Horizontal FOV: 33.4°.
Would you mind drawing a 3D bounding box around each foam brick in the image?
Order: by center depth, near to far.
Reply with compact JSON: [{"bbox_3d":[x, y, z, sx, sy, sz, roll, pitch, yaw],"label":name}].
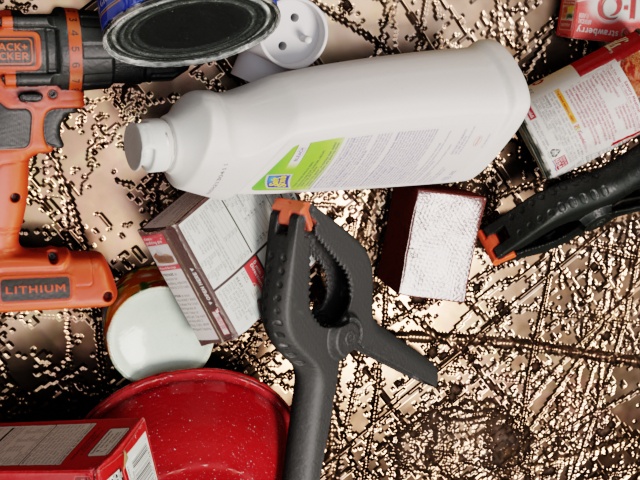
[{"bbox_3d":[0.077,-0.001,0.756,0.053,0.051,0.078,8,101,-16],"label":"foam brick"}]

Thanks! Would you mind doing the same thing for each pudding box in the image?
[{"bbox_3d":[-0.055,0.001,0.700,0.113,0.039,0.090,-45,116,-44],"label":"pudding box"}]

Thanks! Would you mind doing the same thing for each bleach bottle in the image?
[{"bbox_3d":[0.003,-0.072,0.662,0.250,0.068,0.103,-7,149,-30],"label":"bleach bottle"}]

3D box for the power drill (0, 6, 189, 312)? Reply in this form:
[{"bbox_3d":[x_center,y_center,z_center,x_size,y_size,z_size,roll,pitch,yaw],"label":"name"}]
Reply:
[{"bbox_3d":[-0.169,-0.052,0.674,0.184,0.057,0.188,-3,99,-16],"label":"power drill"}]

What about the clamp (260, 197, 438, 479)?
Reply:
[{"bbox_3d":[0.015,0.061,0.722,0.164,0.036,0.210,-32,120,-40],"label":"clamp"}]

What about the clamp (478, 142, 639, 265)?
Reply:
[{"bbox_3d":[0.199,-0.027,0.775,0.171,0.039,0.120,-25,153,10],"label":"clamp"}]

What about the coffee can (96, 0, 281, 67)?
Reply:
[{"bbox_3d":[-0.086,-0.184,0.614,0.102,0.103,0.140,-9,80,-13],"label":"coffee can"}]

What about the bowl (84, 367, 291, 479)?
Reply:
[{"bbox_3d":[-0.088,0.163,0.723,0.162,0.055,0.162,-8,128,-10],"label":"bowl"}]

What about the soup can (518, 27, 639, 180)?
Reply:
[{"bbox_3d":[0.189,-0.093,0.742,0.102,0.068,0.068,-27,109,10],"label":"soup can"}]
